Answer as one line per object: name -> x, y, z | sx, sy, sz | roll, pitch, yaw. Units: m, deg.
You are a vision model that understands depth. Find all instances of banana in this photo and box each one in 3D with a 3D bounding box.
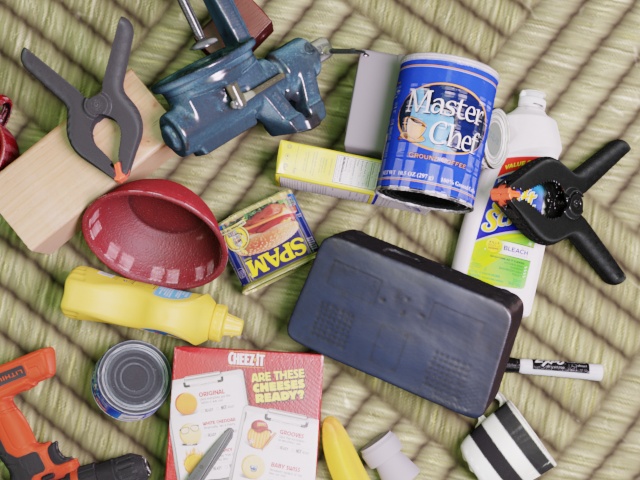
banana -> 0.054, 0.282, 1.167 | 0.037, 0.070, 0.198 | -29, 80, -38

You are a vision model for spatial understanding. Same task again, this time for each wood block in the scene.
wood block -> -0.255, -0.084, 1.176 | 0.206, 0.091, 0.090 | -39, 87, -2

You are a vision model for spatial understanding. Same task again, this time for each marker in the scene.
marker -> 0.255, 0.143, 1.197 | 0.121, 0.020, 0.020 | 5, 86, 0

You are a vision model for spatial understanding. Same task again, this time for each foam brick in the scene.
foam brick -> -0.097, -0.233, 1.205 | 0.051, 0.053, 0.078 | 44, 88, 3

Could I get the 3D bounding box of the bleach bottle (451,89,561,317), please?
bleach bottle -> 0.207, -0.046, 1.190 | 0.102, 0.068, 0.251 | 11, 84, 1

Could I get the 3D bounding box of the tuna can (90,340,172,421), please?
tuna can -> -0.207, 0.153, 1.171 | 0.086, 0.034, 0.086 | 8, 67, -20

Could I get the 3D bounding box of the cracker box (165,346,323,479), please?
cracker box -> -0.083, 0.226, 1.166 | 0.164, 0.072, 0.214 | 3, 85, -1

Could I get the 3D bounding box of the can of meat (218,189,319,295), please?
can of meat -> -0.058, 0.001, 1.188 | 0.102, 0.057, 0.084 | -26, 84, -2

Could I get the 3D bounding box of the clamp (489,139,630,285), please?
clamp -> 0.268, -0.029, 1.155 | 0.209, 0.036, 0.164 | -2, 89, -37

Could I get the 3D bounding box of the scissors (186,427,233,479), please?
scissors -> -0.142, 0.294, 1.102 | 0.201, 0.016, 0.096 | -40, 68, -6

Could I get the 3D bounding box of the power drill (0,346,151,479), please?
power drill -> -0.298, 0.216, 1.173 | 0.184, 0.057, 0.187 | -21, 86, -5

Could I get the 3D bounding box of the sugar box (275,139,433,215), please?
sugar box -> 0.039, -0.068, 1.175 | 0.176, 0.093, 0.048 | 9, 86, 0

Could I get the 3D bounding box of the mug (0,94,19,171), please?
mug -> -0.378, -0.109, 1.181 | 0.093, 0.081, 0.117 | 28, 87, 2

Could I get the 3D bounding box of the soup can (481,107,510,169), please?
soup can -> 0.148, -0.112, 1.167 | 0.102, 0.068, 0.068 | 5, 85, 35

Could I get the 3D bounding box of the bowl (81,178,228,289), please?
bowl -> -0.174, -0.017, 1.161 | 0.162, 0.162, 0.055 | 12, 50, 1

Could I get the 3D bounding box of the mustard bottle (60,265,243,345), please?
mustard bottle -> -0.178, 0.075, 1.162 | 0.191, 0.096, 0.058 | 12, 89, 0

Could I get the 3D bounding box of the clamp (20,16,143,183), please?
clamp -> -0.225, -0.148, 1.116 | 0.120, 0.039, 0.171 | -27, 91, 3

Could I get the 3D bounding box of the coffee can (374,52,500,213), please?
coffee can -> 0.118, -0.107, 1.080 | 0.103, 0.103, 0.140 | 12, 85, 0
